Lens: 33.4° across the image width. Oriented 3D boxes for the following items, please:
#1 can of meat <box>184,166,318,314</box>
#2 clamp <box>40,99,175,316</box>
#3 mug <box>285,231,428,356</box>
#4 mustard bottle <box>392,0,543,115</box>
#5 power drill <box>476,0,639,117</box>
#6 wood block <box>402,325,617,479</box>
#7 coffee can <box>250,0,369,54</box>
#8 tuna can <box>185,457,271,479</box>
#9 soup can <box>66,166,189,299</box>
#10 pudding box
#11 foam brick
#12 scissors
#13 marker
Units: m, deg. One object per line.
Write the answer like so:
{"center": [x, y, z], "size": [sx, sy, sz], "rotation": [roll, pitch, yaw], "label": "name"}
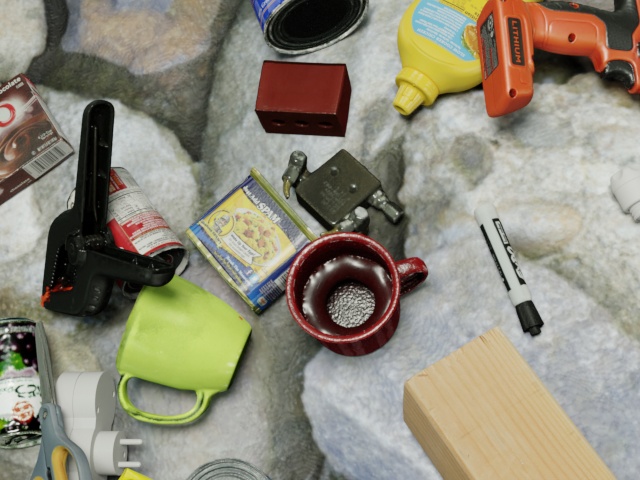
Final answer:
{"center": [-0.056, 0.001, 0.933], "size": [0.084, 0.057, 0.102], "rotation": [-41, 69, -3], "label": "can of meat"}
{"center": [-0.193, -0.007, 0.892], "size": [0.036, 0.210, 0.164], "rotation": [-7, 72, -37], "label": "clamp"}
{"center": [0.034, 0.044, 0.890], "size": [0.117, 0.081, 0.093], "rotation": [-25, 69, 1], "label": "mug"}
{"center": [0.126, -0.193, 0.968], "size": [0.096, 0.058, 0.191], "rotation": [33, 79, 12], "label": "mustard bottle"}
{"center": [0.234, -0.145, 0.913], "size": [0.187, 0.057, 0.184], "rotation": [-2, 74, -12], "label": "power drill"}
{"center": [0.155, 0.181, 0.801], "size": [0.090, 0.090, 0.206], "rotation": [-29, 62, -12], "label": "wood block"}
{"center": [-0.027, -0.260, 0.993], "size": [0.103, 0.103, 0.140], "rotation": [-21, 70, 2], "label": "coffee can"}
{"center": [-0.074, 0.223, 0.872], "size": [0.086, 0.033, 0.086], "rotation": [-3, 71, 8], "label": "tuna can"}
{"center": [-0.172, -0.008, 0.949], "size": [0.068, 0.068, 0.102], "rotation": [-37, 69, -4], "label": "soup can"}
{"center": [-0.304, -0.091, 1.014], "size": [0.113, 0.039, 0.090], "rotation": [-34, 70, -3], "label": "pudding box"}
{"center": [-0.014, -0.129, 0.973], "size": [0.078, 0.053, 0.051], "rotation": [4, 72, 12], "label": "foam brick"}
{"center": [-0.227, 0.163, 0.870], "size": [0.096, 0.016, 0.202], "rotation": [-56, 41, 18], "label": "scissors"}
{"center": [0.161, 0.025, 0.909], "size": [0.020, 0.020, 0.121], "rotation": [-20, 69, 2], "label": "marker"}
